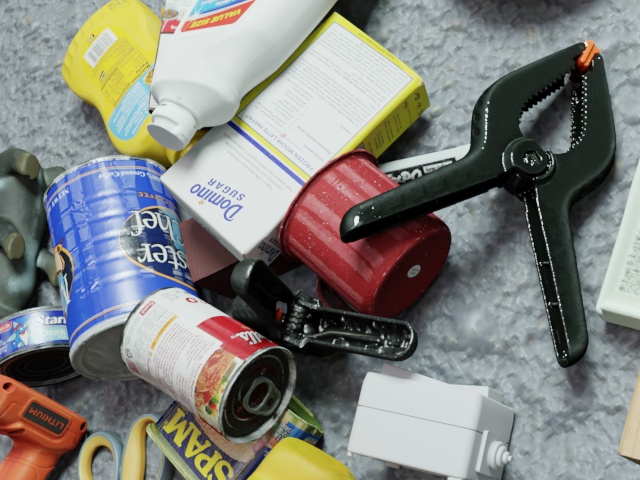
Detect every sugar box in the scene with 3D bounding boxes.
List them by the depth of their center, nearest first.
[{"bbox_3d":[-0.017,-0.069,0.748,0.176,0.048,0.093,-45,64,-7],"label":"sugar box"}]

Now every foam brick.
[{"bbox_3d":[-0.055,0.001,0.791,0.078,0.051,0.053,-25,62,22],"label":"foam brick"}]

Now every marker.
[{"bbox_3d":[0.058,-0.049,0.758,0.121,0.020,0.020,-10,68,29],"label":"marker"}]

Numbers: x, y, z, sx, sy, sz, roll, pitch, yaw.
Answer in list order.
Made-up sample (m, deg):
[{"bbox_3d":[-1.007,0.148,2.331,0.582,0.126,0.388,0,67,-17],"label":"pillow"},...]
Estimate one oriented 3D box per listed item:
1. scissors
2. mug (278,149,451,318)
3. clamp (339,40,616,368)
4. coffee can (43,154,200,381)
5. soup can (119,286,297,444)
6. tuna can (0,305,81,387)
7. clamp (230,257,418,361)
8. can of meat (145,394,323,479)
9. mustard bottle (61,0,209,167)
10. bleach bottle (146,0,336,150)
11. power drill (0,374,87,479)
[{"bbox_3d":[-0.157,0.227,0.794,0.096,0.016,0.201,3,75,34],"label":"scissors"},{"bbox_3d":[0.029,0.009,0.720,0.082,0.093,0.117,41,129,26],"label":"mug"},{"bbox_3d":[0.117,-0.044,0.670,0.164,0.036,0.210,24,69,1],"label":"clamp"},{"bbox_3d":[-0.148,0.021,0.809,0.103,0.102,0.140,-29,60,20],"label":"coffee can"},{"bbox_3d":[-0.075,0.080,0.699,0.102,0.068,0.068,26,88,35],"label":"soup can"},{"bbox_3d":[-0.218,0.085,0.839,0.086,0.086,0.034,-26,63,21],"label":"tuna can"},{"bbox_3d":[-0.023,0.048,0.698,0.039,0.120,0.172,-64,19,-18],"label":"clamp"},{"bbox_3d":[-0.058,0.132,0.743,0.084,0.057,0.102,-51,56,3],"label":"can of meat"},{"bbox_3d":[-0.139,-0.116,0.880,0.096,0.058,0.192,-47,55,9],"label":"mustard bottle"},{"bbox_3d":[-0.039,-0.167,0.755,0.103,0.068,0.250,13,62,36],"label":"bleach bottle"},{"bbox_3d":[-0.259,0.194,0.778,0.057,0.184,0.187,8,68,33],"label":"power drill"}]
